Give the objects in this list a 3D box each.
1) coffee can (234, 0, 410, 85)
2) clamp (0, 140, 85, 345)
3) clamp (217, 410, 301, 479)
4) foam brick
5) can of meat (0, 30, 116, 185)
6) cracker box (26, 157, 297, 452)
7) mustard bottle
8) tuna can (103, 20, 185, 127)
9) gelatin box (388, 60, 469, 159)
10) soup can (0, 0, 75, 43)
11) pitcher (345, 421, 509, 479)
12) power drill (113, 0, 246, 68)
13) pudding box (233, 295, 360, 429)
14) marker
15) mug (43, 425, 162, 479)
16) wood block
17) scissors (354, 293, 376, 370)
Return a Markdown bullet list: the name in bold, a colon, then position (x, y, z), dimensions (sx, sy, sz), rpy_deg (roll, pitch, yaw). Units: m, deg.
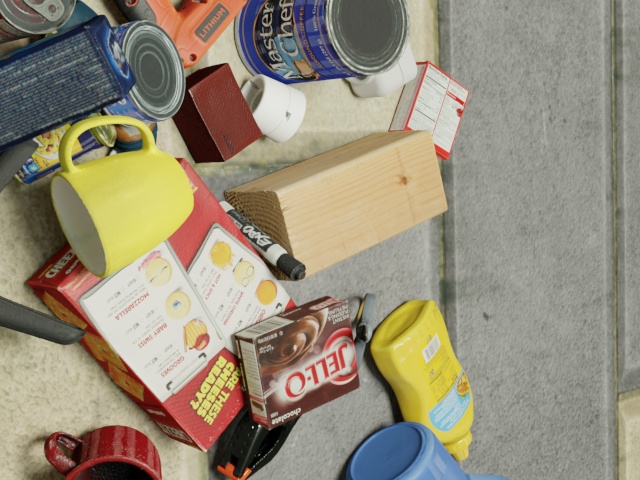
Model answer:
- **coffee can**: position (0.000, -0.201, 1.007), dimensions (0.102, 0.141, 0.103), rpy_deg (-3, 94, -39)
- **clamp**: position (-0.293, 0.012, 0.810), dimensions (0.209, 0.036, 0.164), rpy_deg (-8, 94, -19)
- **clamp**: position (-0.035, 0.168, 1.059), dimensions (0.171, 0.039, 0.120), rpy_deg (-53, 146, -10)
- **foam brick**: position (-0.101, -0.117, 0.988), dimensions (0.052, 0.051, 0.078), rpy_deg (-38, 115, -30)
- **can of meat**: position (-0.227, -0.105, 0.859), dimensions (0.084, 0.057, 0.102), rpy_deg (-26, 114, 6)
- **cracker box**: position (-0.131, 0.057, 0.962), dimensions (0.164, 0.072, 0.213), rpy_deg (-50, 122, -25)
- **mustard bottle**: position (0.124, 0.167, 1.184), dimensions (0.096, 0.058, 0.191), rpy_deg (-45, 119, -40)
- **tuna can**: position (-0.150, -0.138, 0.885), dimensions (0.086, 0.034, 0.086), rpy_deg (19, 68, -58)
- **gelatin box**: position (0.121, -0.144, 1.182), dimensions (0.073, 0.030, 0.089), rpy_deg (27, 75, -36)
- **soup can**: position (-0.244, -0.190, 0.832), dimensions (0.068, 0.102, 0.068), rpy_deg (-3, 94, -39)
- **pitcher**: position (0.140, 0.310, 1.157), dimensions (0.149, 0.145, 0.242), rpy_deg (-47, 117, -27)
- **power drill**: position (-0.150, -0.257, 0.938), dimensions (0.187, 0.057, 0.184), rpy_deg (48, 65, -29)
- **pudding box**: position (-0.020, 0.110, 0.984), dimensions (0.113, 0.039, 0.090), rpy_deg (-19, 107, -33)
- **marker**: position (-0.056, 0.001, 0.991), dimensions (0.020, 0.121, 0.020), rpy_deg (-32, 142, -29)
- **mug**: position (-0.185, 0.202, 0.906), dimensions (0.117, 0.081, 0.093), rpy_deg (37, 95, -15)
- **wood block**: position (0.019, -0.038, 1.067), dimensions (0.205, 0.090, 0.091), rpy_deg (-24, 106, -36)
- **scissors**: position (0.038, 0.107, 1.056), dimensions (0.016, 0.201, 0.096), rpy_deg (14, 103, 2)
